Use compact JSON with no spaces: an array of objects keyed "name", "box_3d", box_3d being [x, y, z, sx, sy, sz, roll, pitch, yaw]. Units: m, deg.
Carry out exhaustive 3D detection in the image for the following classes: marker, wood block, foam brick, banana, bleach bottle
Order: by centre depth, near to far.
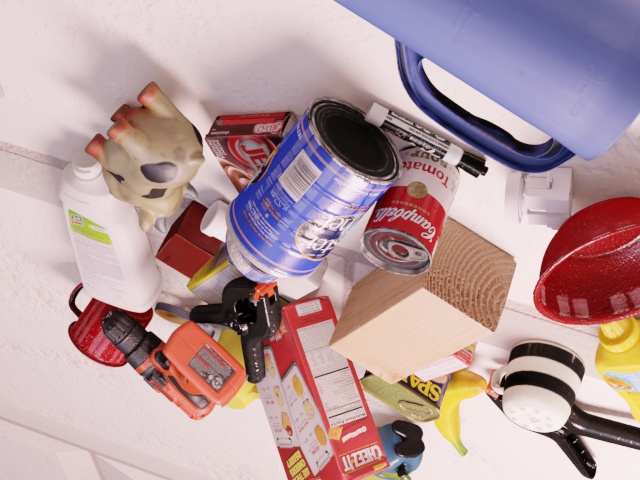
[{"name":"marker","box_3d":[0.097,-0.089,0.960,0.121,0.020,0.020,27,149,-6]},{"name":"wood block","box_3d":[0.104,0.069,1.128,0.090,0.090,0.206,31,149,-12]},{"name":"foam brick","box_3d":[-0.147,-0.001,1.225,0.053,0.051,0.078,33,147,-13]},{"name":"bleach bottle","box_3d":[-0.250,-0.014,1.264,0.102,0.068,0.251,17,146,10]},{"name":"banana","box_3d":[0.169,0.201,1.324,0.070,0.037,0.198,32,152,21]}]

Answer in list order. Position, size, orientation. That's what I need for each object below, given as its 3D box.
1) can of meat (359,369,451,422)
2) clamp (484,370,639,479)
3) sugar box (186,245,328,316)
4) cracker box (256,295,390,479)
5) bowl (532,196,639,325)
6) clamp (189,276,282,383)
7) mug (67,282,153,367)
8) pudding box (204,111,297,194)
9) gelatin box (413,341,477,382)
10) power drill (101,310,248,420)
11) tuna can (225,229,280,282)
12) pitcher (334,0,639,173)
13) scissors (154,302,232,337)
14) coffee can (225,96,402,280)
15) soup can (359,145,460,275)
[{"name":"can of meat","box_3d":[0.105,0.152,1.257,0.102,0.084,0.058,34,147,-17]},{"name":"clamp","box_3d":[0.295,0.216,1.271,0.210,0.036,0.165,34,149,-11]},{"name":"sugar box","box_3d":[-0.076,0.040,1.247,0.093,0.048,0.177,36,143,-18]},{"name":"cracker box","box_3d":[-0.010,0.189,1.274,0.164,0.072,0.214,-40,67,61]},{"name":"bowl","box_3d":[0.258,0.010,0.934,0.162,0.055,0.162,-8,146,-6]},{"name":"clamp","box_3d":[-0.083,0.100,1.235,0.120,0.039,0.172,46,145,-3]},{"name":"mug","box_3d":[-0.284,0.101,1.420,0.117,0.093,0.082,40,109,11]},{"name":"pudding box","box_3d":[-0.049,-0.076,1.058,0.090,0.039,0.113,2,142,32]},{"name":"gelatin box","box_3d":[0.140,0.113,1.184,0.030,0.073,0.089,34,147,-16]},{"name":"power drill","box_3d":[-0.179,0.145,1.303,0.184,0.057,0.188,43,157,-11]},{"name":"tuna can","box_3d":[-0.057,0.001,1.136,0.086,0.086,0.034,34,149,-17]},{"name":"pitcher","box_3d":[0.114,-0.159,0.736,0.243,0.149,0.145,29,173,-2]},{"name":"scissors","box_3d":[-0.140,0.117,1.394,0.202,0.016,0.096,12,157,42]},{"name":"coffee can","box_3d":[-0.008,-0.046,0.970,0.102,0.102,0.140,32,124,-14]},{"name":"soup can","box_3d":[0.084,-0.028,0.981,0.068,0.102,0.068,17,148,11]}]
